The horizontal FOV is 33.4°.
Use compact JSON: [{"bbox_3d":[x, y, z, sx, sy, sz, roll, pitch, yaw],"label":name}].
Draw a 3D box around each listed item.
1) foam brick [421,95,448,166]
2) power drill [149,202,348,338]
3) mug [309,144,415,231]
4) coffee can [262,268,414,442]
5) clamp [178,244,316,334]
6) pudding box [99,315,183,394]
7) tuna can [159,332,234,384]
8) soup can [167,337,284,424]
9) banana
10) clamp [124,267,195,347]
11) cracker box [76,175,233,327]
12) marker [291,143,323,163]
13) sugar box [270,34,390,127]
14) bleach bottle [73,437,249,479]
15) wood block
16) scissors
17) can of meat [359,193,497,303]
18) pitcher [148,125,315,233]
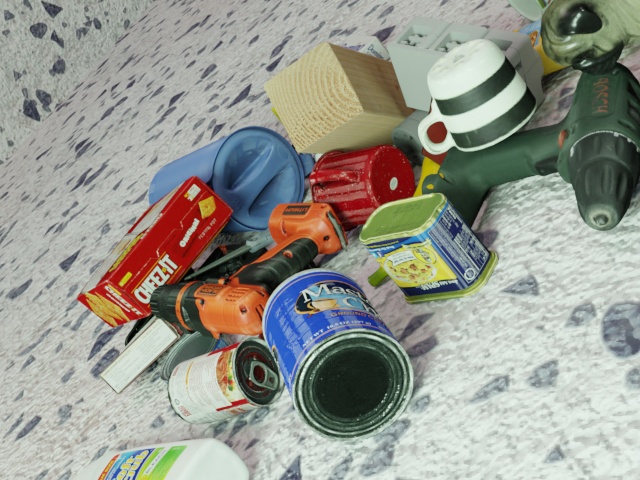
[{"bbox_3d":[0.144,-0.117,1.099,0.052,0.078,0.051,-21,44,-34],"label":"foam brick"},{"bbox_3d":[-0.075,0.032,1.134,0.185,0.057,0.187,4,39,48],"label":"power drill"},{"bbox_3d":[0.041,-0.061,1.157,0.082,0.117,0.093,-8,74,45],"label":"mug"},{"bbox_3d":[0.012,0.096,0.927,0.103,0.102,0.140,-40,23,3],"label":"coffee can"},{"bbox_3d":[-0.107,0.046,1.254,0.164,0.036,0.210,-26,18,-13],"label":"clamp"},{"bbox_3d":[-0.198,0.120,1.250,0.114,0.039,0.090,-45,4,19],"label":"pudding box"},{"bbox_3d":[-0.134,0.133,1.178,0.086,0.033,0.086,-34,24,17],"label":"tuna can"},{"bbox_3d":[-0.095,0.141,1.058,0.102,0.068,0.068,-22,29,39],"label":"soup can"},{"bbox_3d":[0.104,-0.037,1.104,0.070,0.037,0.197,-16,34,45],"label":"banana"},{"bbox_3d":[-0.204,0.079,1.378,0.120,0.039,0.171,-35,17,2],"label":"clamp"},{"bbox_3d":[-0.205,0.020,1.298,0.164,0.072,0.214,-53,13,-20],"label":"cracker box"},{"bbox_3d":[-0.015,-0.118,1.458,0.020,0.020,0.121,-44,23,-6],"label":"marker"},{"bbox_3d":[0.014,-0.235,1.586,0.176,0.048,0.093,-45,23,-6],"label":"sugar box"},{"bbox_3d":[-0.175,0.243,1.013,0.251,0.068,0.102,-17,32,49],"label":"bleach bottle"},{"bbox_3d":[0.035,-0.157,1.226,0.091,0.090,0.205,-32,-11,23],"label":"wood block"},{"bbox_3d":[-0.058,0.002,1.244,0.096,0.016,0.201,5,31,47],"label":"scissors"},{"bbox_3d":[0.096,0.007,0.977,0.102,0.084,0.057,-12,37,50],"label":"can of meat"},{"bbox_3d":[-0.128,-0.071,1.435,0.243,0.149,0.145,-7,57,58],"label":"pitcher"}]
